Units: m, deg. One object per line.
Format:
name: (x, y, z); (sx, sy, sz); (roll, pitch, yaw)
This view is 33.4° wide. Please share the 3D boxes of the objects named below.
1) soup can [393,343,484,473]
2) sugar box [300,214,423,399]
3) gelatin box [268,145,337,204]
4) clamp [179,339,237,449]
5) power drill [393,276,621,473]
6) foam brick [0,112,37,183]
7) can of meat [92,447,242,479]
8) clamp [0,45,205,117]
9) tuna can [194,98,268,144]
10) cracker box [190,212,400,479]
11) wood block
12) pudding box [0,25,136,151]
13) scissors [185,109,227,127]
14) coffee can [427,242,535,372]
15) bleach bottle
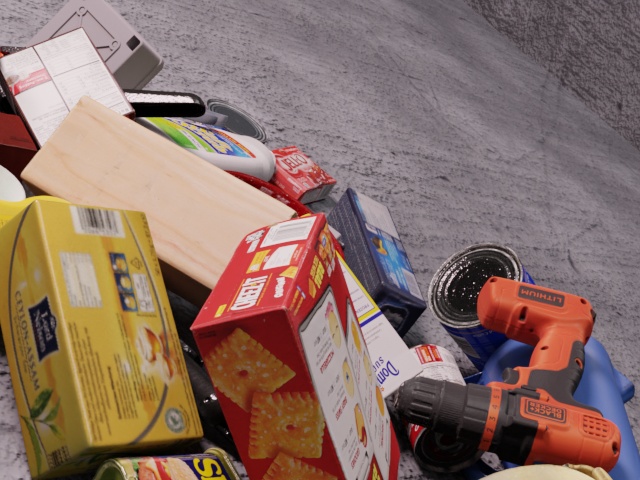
soup can: (0.104, 0.149, 0.962); (0.068, 0.069, 0.102); (24, 25, -25)
sugar box: (0.001, 0.069, 0.929); (0.093, 0.048, 0.176); (-28, 80, -39)
gelatin box: (-0.030, -0.078, 1.275); (0.073, 0.030, 0.089); (41, 23, 14)
clamp: (-0.100, 0.102, 0.791); (0.172, 0.039, 0.120); (39, -16, 37)
power drill: (0.164, 0.111, 0.920); (0.184, 0.057, 0.187); (15, 38, 4)
foam brick: (-0.287, -0.076, 0.892); (0.078, 0.051, 0.053); (10, 34, -45)
can of meat: (-0.087, 0.179, 0.658); (0.083, 0.057, 0.102); (8, 34, -43)
clamp: (-0.223, -0.126, 0.996); (0.210, 0.036, 0.164); (40, 66, 19)
tuna can: (-0.106, -0.130, 1.269); (0.086, 0.034, 0.086); (29, 23, -14)
cracker box: (-0.009, 0.110, 0.737); (0.164, 0.072, 0.213); (-70, 144, -66)
wood block: (-0.124, -0.020, 0.865); (0.206, 0.090, 0.091); (29, -17, 16)
pudding box: (-0.227, -0.128, 0.953); (0.090, 0.039, 0.113); (-25, 68, -18)
scissors: (-0.193, -0.152, 1.137); (0.201, 0.016, 0.096); (14, 7, -18)
coffee can: (0.186, 0.084, 1.095); (0.140, 0.103, 0.103); (49, 10, -39)
bleach bottle: (-0.127, -0.089, 1.125); (0.103, 0.068, 0.250); (37, 19, 20)
